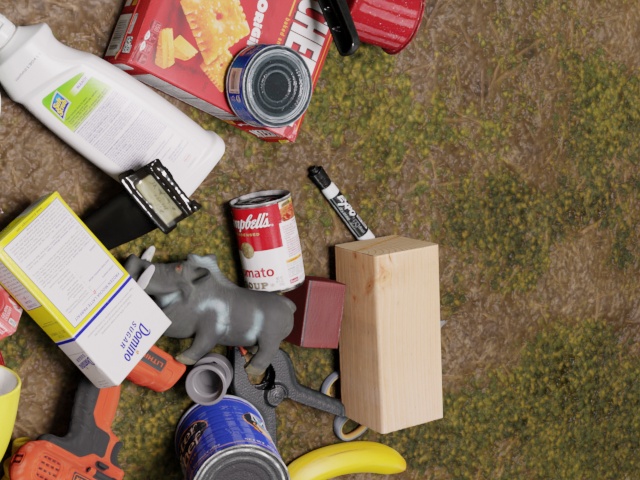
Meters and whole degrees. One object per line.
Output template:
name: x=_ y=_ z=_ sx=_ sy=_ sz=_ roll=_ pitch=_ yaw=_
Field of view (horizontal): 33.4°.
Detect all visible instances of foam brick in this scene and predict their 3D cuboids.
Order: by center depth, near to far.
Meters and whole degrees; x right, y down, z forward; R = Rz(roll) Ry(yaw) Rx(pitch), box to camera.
foam brick: x=-0.010 y=0.081 z=1.221 sx=0.051 sy=0.053 sz=0.078 roll=5 pitch=95 yaw=-33

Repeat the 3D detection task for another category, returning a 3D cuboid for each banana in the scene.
banana: x=0.023 y=0.273 z=1.282 sx=0.197 sy=0.037 sz=0.070 roll=-11 pitch=132 yaw=-28

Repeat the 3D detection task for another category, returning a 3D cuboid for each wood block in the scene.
wood block: x=0.079 y=0.106 z=1.236 sx=0.090 sy=0.090 sz=0.206 roll=-9 pitch=102 yaw=-30

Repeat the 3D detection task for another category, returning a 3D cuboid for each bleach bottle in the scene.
bleach bottle: x=-0.217 y=-0.136 z=1.047 sx=0.250 sy=0.068 sz=0.102 roll=40 pitch=89 yaw=-29

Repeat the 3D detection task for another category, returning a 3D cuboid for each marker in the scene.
marker: x=0.024 y=-0.041 z=1.245 sx=0.020 sy=0.020 sz=0.121 roll=-48 pitch=118 yaw=-18

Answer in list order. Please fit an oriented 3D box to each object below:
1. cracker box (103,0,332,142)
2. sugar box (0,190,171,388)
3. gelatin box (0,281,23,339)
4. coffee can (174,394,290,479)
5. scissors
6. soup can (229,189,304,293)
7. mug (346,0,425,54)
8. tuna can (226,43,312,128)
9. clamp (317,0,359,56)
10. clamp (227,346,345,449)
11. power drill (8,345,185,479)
cracker box: x=-0.096 y=-0.216 z=1.111 sx=0.213 sy=0.072 sz=0.164 roll=23 pitch=85 yaw=-34
sugar box: x=-0.233 y=0.049 z=1.021 sx=0.176 sy=0.048 sz=0.093 roll=54 pitch=50 yaw=-19
gelatin box: x=-0.312 y=0.042 z=1.003 sx=0.030 sy=0.089 sz=0.073 roll=-30 pitch=119 yaw=19
coffee can: x=-0.095 y=0.234 z=1.121 sx=0.102 sy=0.140 sz=0.103 roll=-3 pitch=103 yaw=-13
scissors: x=0.072 y=0.151 z=1.305 sx=0.096 sy=0.016 sz=0.201 roll=45 pitch=73 yaw=-29
soup can: x=-0.058 y=0.001 z=1.169 sx=0.068 sy=0.069 sz=0.102 roll=-18 pitch=107 yaw=-30
mug: x=0.059 y=-0.275 z=1.195 sx=0.081 sy=0.093 sz=0.117 roll=11 pitch=84 yaw=-29
tuna can: x=-0.051 y=-0.157 z=1.086 sx=0.085 sy=0.034 sz=0.086 roll=-6 pitch=102 yaw=-33
clamp: x=-0.003 y=-0.285 z=1.113 sx=0.164 sy=0.036 sz=0.209 roll=42 pitch=38 yaw=-12
clamp: x=-0.059 y=0.183 z=1.212 sx=0.171 sy=0.039 sz=0.120 roll=48 pitch=71 yaw=-20
power drill: x=-0.203 y=0.196 z=1.076 sx=0.184 sy=0.057 sz=0.187 roll=39 pitch=55 yaw=-33
